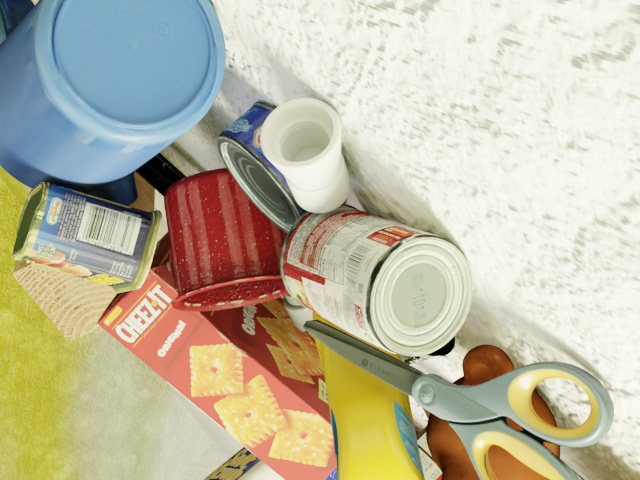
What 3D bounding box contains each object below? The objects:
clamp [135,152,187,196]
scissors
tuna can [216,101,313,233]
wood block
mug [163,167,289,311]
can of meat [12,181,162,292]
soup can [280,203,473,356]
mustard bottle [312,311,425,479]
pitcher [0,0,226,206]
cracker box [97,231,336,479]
[{"bbox_3d":[-0.173,-0.089,0.930,0.164,0.036,0.210,38,-176,-27],"label":"clamp"},{"bbox_3d":[0.076,0.073,0.584,0.202,0.096,0.016,43,-156,30],"label":"scissors"},{"bbox_3d":[-0.026,-0.043,0.667,0.086,0.033,0.086,45,165,15],"label":"tuna can"},{"bbox_3d":[-0.216,-0.016,1.007,0.090,0.090,0.206,58,-168,-33],"label":"wood block"},{"bbox_3d":[-0.070,0.002,0.746,0.117,0.093,0.081,-26,71,49],"label":"mug"},{"bbox_3d":[-0.168,-0.002,0.755,0.083,0.057,0.102,18,169,-20],"label":"can of meat"},{"bbox_3d":[0.029,0.020,0.601,0.068,0.068,0.102,55,164,-26],"label":"soup can"},{"bbox_3d":[0.034,0.123,0.655,0.096,0.058,0.191,73,-174,-48],"label":"mustard bottle"},{"bbox_3d":[-0.150,-0.111,0.686,0.149,0.145,0.243,19,171,-20],"label":"pitcher"},{"bbox_3d":[-0.064,0.087,0.883,0.213,0.072,0.164,42,-166,-9],"label":"cracker box"}]
